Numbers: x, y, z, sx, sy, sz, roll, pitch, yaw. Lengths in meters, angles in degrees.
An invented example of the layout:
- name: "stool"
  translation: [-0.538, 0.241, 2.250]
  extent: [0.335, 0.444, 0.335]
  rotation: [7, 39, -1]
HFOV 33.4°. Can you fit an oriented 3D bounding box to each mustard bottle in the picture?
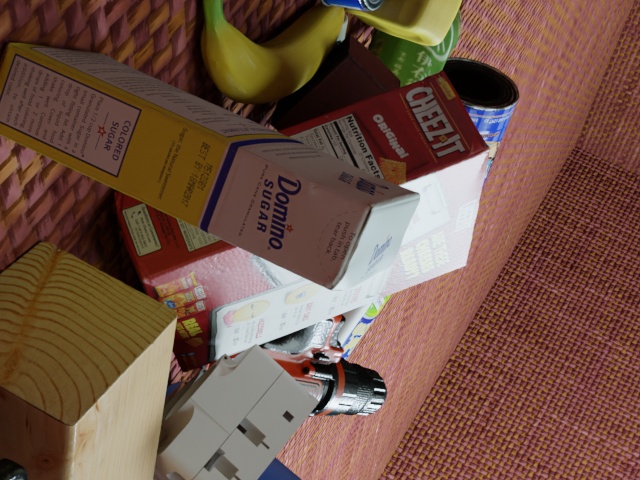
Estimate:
- name: "mustard bottle"
  translation: [0.088, -0.240, 0.765]
  extent: [0.058, 0.096, 0.192]
  rotation: [21, 97, -38]

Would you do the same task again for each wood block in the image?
- name: "wood block"
  translation: [-0.149, 0.117, 0.587]
  extent: [0.090, 0.090, 0.206]
  rotation: [-48, 159, -45]

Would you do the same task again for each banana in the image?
- name: "banana"
  translation: [-0.028, -0.122, 0.683]
  extent: [0.070, 0.037, 0.197]
  rotation: [-68, 165, 18]

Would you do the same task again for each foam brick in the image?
- name: "foam brick"
  translation: [0.011, -0.098, 0.754]
  extent: [0.078, 0.051, 0.053]
  rotation: [-41, -164, 20]

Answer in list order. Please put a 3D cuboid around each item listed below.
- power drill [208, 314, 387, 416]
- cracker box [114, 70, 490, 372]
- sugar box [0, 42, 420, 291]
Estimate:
- name: "power drill"
  translation: [0.017, 0.052, 0.842]
  extent: [0.184, 0.057, 0.188]
  rotation: [16, 100, -46]
- name: "cracker box"
  translation: [-0.010, -0.007, 0.678]
  extent: [0.213, 0.072, 0.164]
  rotation: [-21, 156, -8]
- name: "sugar box"
  translation: [-0.050, -0.035, 0.478]
  extent: [0.048, 0.176, 0.093]
  rotation: [-66, 166, 13]
